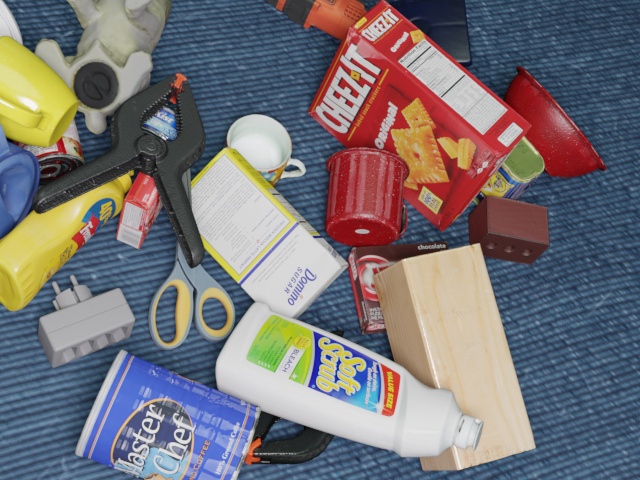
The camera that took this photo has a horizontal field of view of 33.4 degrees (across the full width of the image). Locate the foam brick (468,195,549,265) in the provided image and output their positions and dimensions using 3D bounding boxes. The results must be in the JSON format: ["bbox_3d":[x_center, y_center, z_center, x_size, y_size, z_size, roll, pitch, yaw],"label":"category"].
[{"bbox_3d":[0.214,-0.012,1.214,0.078,0.053,0.051,10,61,-11],"label":"foam brick"}]

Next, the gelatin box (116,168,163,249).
[{"bbox_3d":[-0.176,-0.043,1.089,0.030,0.089,0.073,25,58,-3],"label":"gelatin box"}]

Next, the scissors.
[{"bbox_3d":[-0.120,0.016,1.084,0.096,0.016,0.202,16,79,-17],"label":"scissors"}]

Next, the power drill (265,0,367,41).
[{"bbox_3d":[-0.001,-0.348,1.325,0.184,0.057,0.187,29,61,-5],"label":"power drill"}]

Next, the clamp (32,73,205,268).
[{"bbox_3d":[-0.159,-0.074,1.034,0.164,0.036,0.209,26,55,-3],"label":"clamp"}]

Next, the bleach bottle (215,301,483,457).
[{"bbox_3d":[0.032,0.139,1.008,0.251,0.068,0.102,16,45,18],"label":"bleach bottle"}]

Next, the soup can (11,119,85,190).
[{"bbox_3d":[-0.287,-0.112,1.104,0.068,0.069,0.102,-10,66,-22],"label":"soup can"}]

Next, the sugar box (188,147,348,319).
[{"bbox_3d":[-0.065,-0.004,1.105,0.176,0.048,0.093,46,102,7],"label":"sugar box"}]

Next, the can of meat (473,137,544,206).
[{"bbox_3d":[0.200,-0.089,1.232,0.057,0.084,0.102,-33,76,-29],"label":"can of meat"}]

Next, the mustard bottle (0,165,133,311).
[{"bbox_3d":[-0.249,-0.019,1.051,0.058,0.096,0.191,37,59,5],"label":"mustard bottle"}]

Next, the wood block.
[{"bbox_3d":[0.132,0.118,1.068,0.090,0.091,0.206,-11,81,-19],"label":"wood block"}]

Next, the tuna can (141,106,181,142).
[{"bbox_3d":[-0.171,-0.103,1.125,0.086,0.086,0.033,30,60,0],"label":"tuna can"}]

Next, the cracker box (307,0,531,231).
[{"bbox_3d":[0.102,-0.133,1.179,0.214,0.164,0.072,42,57,7],"label":"cracker box"}]

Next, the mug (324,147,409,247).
[{"bbox_3d":[0.056,-0.039,1.168,0.117,0.093,0.081,32,55,-43],"label":"mug"}]

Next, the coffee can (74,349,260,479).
[{"bbox_3d":[-0.139,0.174,0.978,0.140,0.103,0.102,23,59,-4],"label":"coffee can"}]

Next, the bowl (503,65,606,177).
[{"bbox_3d":[0.263,-0.128,1.257,0.055,0.162,0.162,-39,77,9],"label":"bowl"}]

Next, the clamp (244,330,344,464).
[{"bbox_3d":[-0.010,0.161,1.064,0.171,0.039,0.120,-20,53,-23],"label":"clamp"}]

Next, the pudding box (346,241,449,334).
[{"bbox_3d":[0.091,0.051,1.151,0.113,0.039,0.090,-3,64,-18],"label":"pudding box"}]
